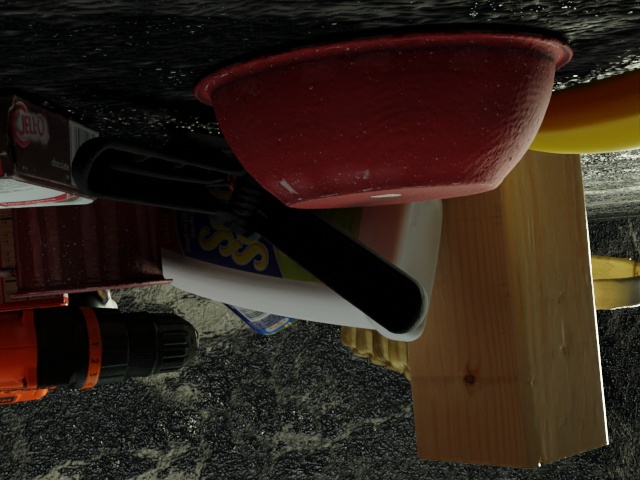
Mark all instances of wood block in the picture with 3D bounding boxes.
[{"bbox_3d":[0.111,0.030,0.674,0.090,0.206,0.091,-3,178,-45],"label":"wood block"}]

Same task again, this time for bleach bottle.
[{"bbox_3d":[-0.054,0.001,0.668,0.251,0.102,0.068,3,162,27],"label":"bleach bottle"}]

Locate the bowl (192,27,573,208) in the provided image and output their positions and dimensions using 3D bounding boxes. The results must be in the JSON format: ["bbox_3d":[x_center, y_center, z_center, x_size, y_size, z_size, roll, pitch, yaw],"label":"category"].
[{"bbox_3d":[0.028,-0.045,0.457,0.162,0.055,0.162,-5,178,0],"label":"bowl"}]

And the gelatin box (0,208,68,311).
[{"bbox_3d":[-0.205,0.002,0.695,0.073,0.089,0.030,-5,176,-7],"label":"gelatin box"}]

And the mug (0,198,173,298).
[{"bbox_3d":[-0.147,-0.010,0.614,0.117,0.081,0.093,-5,178,-1],"label":"mug"}]

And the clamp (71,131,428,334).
[{"bbox_3d":[-0.045,-0.025,0.534,0.164,0.036,0.210,25,-170,-18],"label":"clamp"}]

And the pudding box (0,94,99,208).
[{"bbox_3d":[-0.157,-0.036,0.476,0.090,0.039,0.113,-3,176,6],"label":"pudding box"}]

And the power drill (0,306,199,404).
[{"bbox_3d":[-0.197,0.079,0.731,0.184,0.057,0.188,2,168,-30],"label":"power drill"}]
